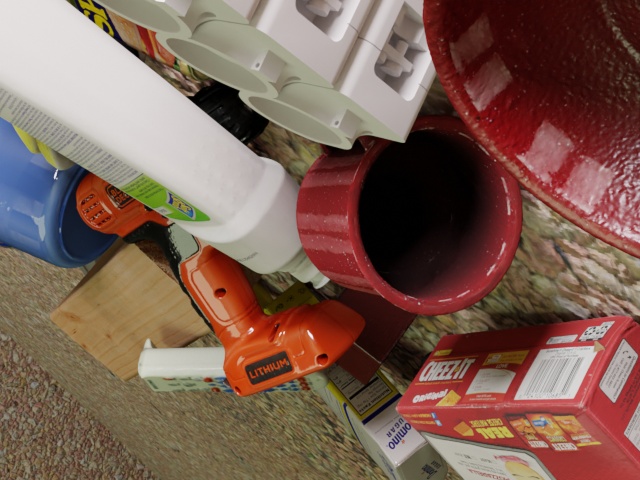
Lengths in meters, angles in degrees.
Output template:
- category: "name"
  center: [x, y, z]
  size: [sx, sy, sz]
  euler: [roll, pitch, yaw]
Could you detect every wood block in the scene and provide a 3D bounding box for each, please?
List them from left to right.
- category: "wood block"
  center: [-0.127, 0.033, 0.852]
  size: [0.090, 0.090, 0.206]
  euler: [42, 146, -10]

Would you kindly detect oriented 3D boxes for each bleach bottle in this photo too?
- category: "bleach bottle"
  center: [-0.096, -0.054, 0.567]
  size: [0.250, 0.068, 0.103]
  euler: [36, 167, -17]

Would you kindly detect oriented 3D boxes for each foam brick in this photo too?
- category: "foam brick"
  center: [0.032, 0.060, 0.754]
  size: [0.051, 0.053, 0.078]
  euler: [37, 162, 7]

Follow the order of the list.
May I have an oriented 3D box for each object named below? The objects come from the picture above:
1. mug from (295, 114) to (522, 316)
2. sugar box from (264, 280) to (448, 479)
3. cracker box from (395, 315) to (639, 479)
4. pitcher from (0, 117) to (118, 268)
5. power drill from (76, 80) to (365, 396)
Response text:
- category: "mug"
  center: [0.032, -0.022, 0.524]
  size: [0.117, 0.093, 0.082]
  euler: [54, 162, -16]
- category: "sugar box"
  center: [0.028, 0.118, 0.840]
  size: [0.176, 0.048, 0.093]
  euler: [44, 167, 31]
- category: "cracker box"
  center: [0.172, 0.141, 0.626]
  size: [0.213, 0.072, 0.164]
  euler: [45, 152, -16]
- category: "pitcher"
  center: [-0.261, -0.077, 0.790]
  size: [0.243, 0.145, 0.149]
  euler: [24, -159, 20]
- category: "power drill"
  center: [-0.054, 0.001, 0.677]
  size: [0.185, 0.057, 0.187]
  euler: [-27, 101, 46]
